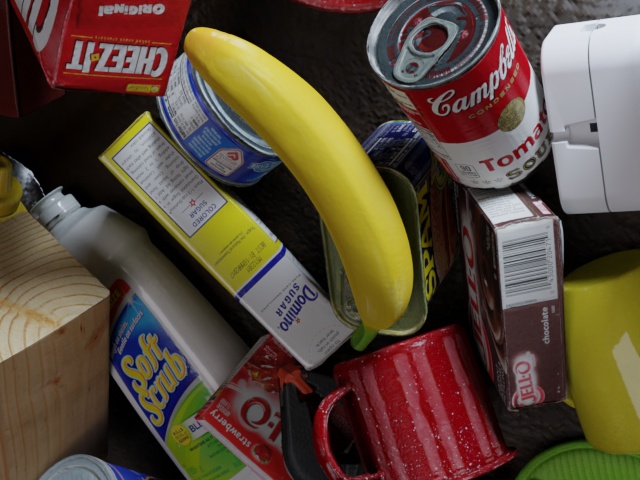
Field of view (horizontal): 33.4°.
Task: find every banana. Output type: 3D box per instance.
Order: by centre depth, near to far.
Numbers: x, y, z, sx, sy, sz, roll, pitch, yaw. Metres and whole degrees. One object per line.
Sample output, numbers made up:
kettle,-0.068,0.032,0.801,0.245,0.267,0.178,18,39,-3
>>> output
banana,-0.001,-0.027,0.547,0.070,0.037,0.198,-19,106,32

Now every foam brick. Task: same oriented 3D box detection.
foam brick,-0.202,-0.126,0.684,0.053,0.051,0.078,14,120,19

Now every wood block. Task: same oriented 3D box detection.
wood block,-0.207,0.093,0.733,0.091,0.090,0.206,41,144,22

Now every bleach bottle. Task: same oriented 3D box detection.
bleach bottle,-0.114,0.072,0.741,0.103,0.068,0.251,-38,94,35

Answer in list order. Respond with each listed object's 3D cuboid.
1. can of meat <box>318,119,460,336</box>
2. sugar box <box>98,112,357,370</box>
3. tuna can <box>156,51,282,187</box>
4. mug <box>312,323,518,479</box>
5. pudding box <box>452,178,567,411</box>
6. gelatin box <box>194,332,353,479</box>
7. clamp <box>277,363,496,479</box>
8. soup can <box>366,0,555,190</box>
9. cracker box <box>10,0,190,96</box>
can of meat,0.043,-0.010,0.611,0.058,0.083,0.102,3,117,23
sugar box,-0.055,0.001,0.655,0.048,0.093,0.176,-42,92,0
tuna can,-0.052,-0.076,0.620,0.034,0.086,0.086,-34,98,32
mug,0.046,0.100,0.610,0.093,0.117,0.081,-29,78,62
pudding box,0.105,0.024,0.596,0.039,0.090,0.113,-9,113,-5
gelatin box,-0.024,0.115,0.691,0.089,0.073,0.030,43,159,-6
clamp,0.040,0.141,0.672,0.171,0.120,0.039,61,162,-10
soup can,0.075,-0.078,0.544,0.069,0.068,0.102,-6,150,27
cracker box,-0.109,-0.206,0.536,0.164,0.072,0.214,57,136,41
